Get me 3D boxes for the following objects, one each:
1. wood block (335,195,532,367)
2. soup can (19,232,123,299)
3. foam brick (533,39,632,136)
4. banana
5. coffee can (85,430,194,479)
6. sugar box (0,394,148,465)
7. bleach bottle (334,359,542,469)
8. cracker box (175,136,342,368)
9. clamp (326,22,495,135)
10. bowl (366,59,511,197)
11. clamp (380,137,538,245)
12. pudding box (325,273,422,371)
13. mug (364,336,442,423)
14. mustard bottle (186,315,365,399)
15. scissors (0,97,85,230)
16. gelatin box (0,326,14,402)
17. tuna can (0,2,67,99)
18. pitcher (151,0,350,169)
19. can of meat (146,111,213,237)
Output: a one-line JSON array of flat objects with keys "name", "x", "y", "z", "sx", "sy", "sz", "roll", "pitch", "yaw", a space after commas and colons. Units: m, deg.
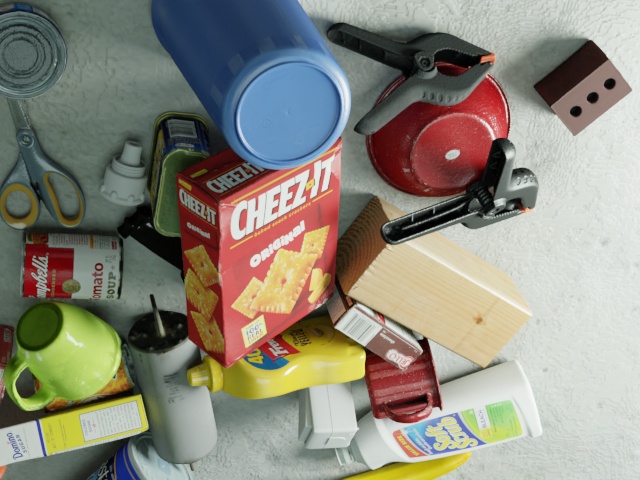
[{"name": "wood block", "x": 0.123, "y": 0.048, "z": 1.193, "sx": 0.205, "sy": 0.090, "sz": 0.091, "roll": 30, "pitch": 110, "yaw": -26}, {"name": "soup can", "x": -0.259, "y": 0.027, "z": 1.108, "sx": 0.102, "sy": 0.068, "sz": 0.068, "roll": 3, "pitch": 121, "yaw": -15}, {"name": "foam brick", "x": 0.275, "y": -0.160, "z": 1.119, "sx": 0.078, "sy": 0.051, "sz": 0.053, "roll": -40, "pitch": 122, "yaw": 13}, {"name": "banana", "x": 0.096, "y": 0.304, "z": 1.365, "sx": 0.197, "sy": 0.037, "sz": 0.070, "roll": -15, "pitch": 168, "yaw": -10}, {"name": "coffee can", "x": -0.232, "y": 0.309, "z": 1.267, "sx": 0.140, "sy": 0.103, "sz": 0.102, "roll": -43, "pitch": 121, "yaw": 15}, {"name": "sugar box", "x": -0.285, "y": 0.212, "z": 1.187, "sx": 0.176, "sy": 0.093, "sz": 0.048, "roll": -10, "pitch": 81, "yaw": -16}, {"name": "bleach bottle", "x": 0.142, "y": 0.233, "z": 1.329, "sx": 0.251, "sy": 0.068, "sz": 0.102, "roll": -19, "pitch": 122, "yaw": 2}, {"name": "cracker box", "x": -0.057, "y": 0.001, "z": 1.075, "sx": 0.163, "sy": 0.072, "sz": 0.214, "roll": -31, "pitch": 140, "yaw": -34}, {"name": "clamp", "x": 0.094, "y": -0.158, "z": 1.053, "sx": 0.171, "sy": 0.120, "sz": 0.039, "roll": -1, "pitch": 165, "yaw": -13}, {"name": "bowl", "x": 0.132, "y": -0.104, "z": 1.120, "sx": 0.162, "sy": 0.055, "sz": 0.162, "roll": -6, "pitch": 123, "yaw": -9}, {"name": "clamp", "x": 0.176, "y": -0.050, "z": 1.107, "sx": 0.209, "sy": 0.036, "sz": 0.165, "roll": -4, "pitch": 151, "yaw": -50}, {"name": "pudding box", "x": 0.055, "y": 0.086, "z": 1.200, "sx": 0.113, "sy": 0.090, "sz": 0.039, "roll": 37, "pitch": 105, "yaw": -30}, {"name": "mug", "x": 0.096, "y": 0.171, "z": 1.249, "sx": 0.081, "sy": 0.117, "sz": 0.093, "roll": -12, "pitch": 127, "yaw": 1}, {"name": "mustard bottle", "x": -0.054, "y": 0.134, "z": 1.183, "sx": 0.191, "sy": 0.096, "sz": 0.058, "roll": -10, "pitch": 121, "yaw": -20}, {"name": "scissors", "x": -0.305, "y": -0.088, "z": 1.057, "sx": 0.096, "sy": 0.016, "sz": 0.201, "roll": -24, "pitch": 120, "yaw": 6}, {"name": "gelatin box", "x": -0.357, "y": 0.147, "z": 1.156, "sx": 0.030, "sy": 0.073, "sz": 0.089, "roll": 15, "pitch": 116, "yaw": -21}, {"name": "tuna can", "x": -0.279, "y": -0.175, "z": 0.990, "sx": 0.086, "sy": 0.034, "sz": 0.086, "roll": -7, "pitch": 116, "yaw": -15}, {"name": "pitcher", "x": -0.058, "y": -0.154, "z": 0.935, "sx": 0.149, "sy": 0.243, "sz": 0.145, "roll": 20, "pitch": 113, "yaw": -31}, {"name": "can of meat", "x": -0.140, "y": -0.065, "z": 1.067, "sx": 0.057, "sy": 0.084, "sz": 0.102, "roll": 5, "pitch": 120, "yaw": -15}]
